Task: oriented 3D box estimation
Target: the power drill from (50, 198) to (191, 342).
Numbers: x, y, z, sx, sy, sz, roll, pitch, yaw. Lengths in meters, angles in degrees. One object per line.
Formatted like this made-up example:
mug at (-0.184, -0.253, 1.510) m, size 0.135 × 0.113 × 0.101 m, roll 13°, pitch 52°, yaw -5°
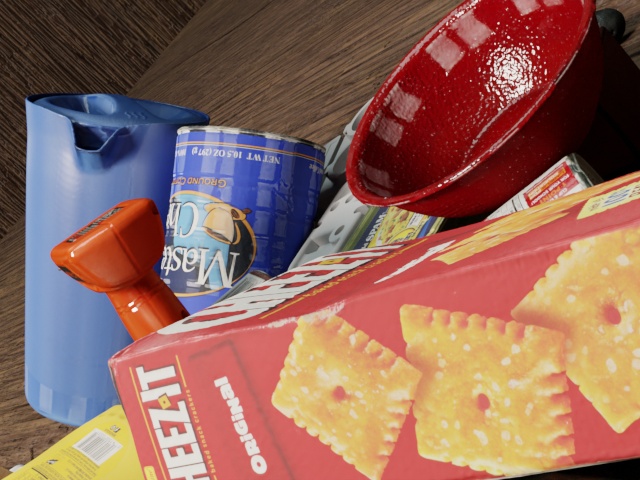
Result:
power drill at (-0.066, 0.068, 0.569) m, size 0.057 × 0.187 × 0.185 m, roll -35°, pitch 12°, yaw -17°

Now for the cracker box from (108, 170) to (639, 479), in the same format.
cracker box at (0.059, 0.027, 0.378) m, size 0.214 × 0.072 × 0.163 m, roll -16°, pitch 3°, yaw 31°

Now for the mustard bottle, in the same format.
mustard bottle at (-0.163, 0.164, 0.577) m, size 0.191 × 0.058 × 0.096 m, roll -31°, pitch 29°, yaw -29°

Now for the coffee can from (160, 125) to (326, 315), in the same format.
coffee can at (-0.055, 0.001, 0.723) m, size 0.103 × 0.102 × 0.140 m, roll -179°, pitch 97°, yaw -66°

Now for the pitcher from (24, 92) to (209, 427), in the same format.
pitcher at (-0.160, 0.010, 0.818) m, size 0.145 × 0.148 × 0.243 m, roll 21°, pitch 109°, yaw 43°

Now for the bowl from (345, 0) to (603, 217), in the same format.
bowl at (0.089, -0.067, 0.552) m, size 0.162 × 0.055 × 0.162 m, roll -38°, pitch 27°, yaw 23°

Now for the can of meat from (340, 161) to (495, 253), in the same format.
can of meat at (0.065, 0.003, 0.624) m, size 0.084 × 0.057 × 0.102 m, roll -18°, pitch 33°, yaw 53°
